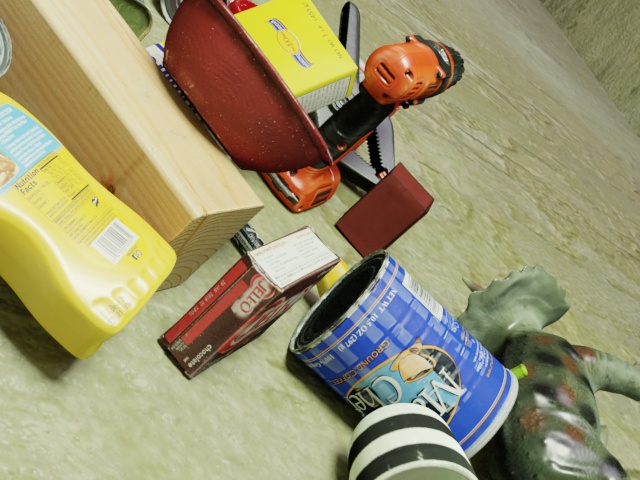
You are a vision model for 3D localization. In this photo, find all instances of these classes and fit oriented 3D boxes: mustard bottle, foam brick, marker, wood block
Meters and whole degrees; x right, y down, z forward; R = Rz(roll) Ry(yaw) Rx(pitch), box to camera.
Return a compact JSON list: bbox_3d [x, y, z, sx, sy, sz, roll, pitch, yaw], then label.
[{"bbox_3d":[-0.171,-0.028,0.586,0.191,0.058,0.096,45,32,-9],"label":"mustard bottle"},{"bbox_3d":[0.062,-0.027,1.016,0.051,0.078,0.053,46,21,-3],"label":"foam brick"},{"bbox_3d":[-0.055,0.001,0.837,0.121,0.020,0.020,53,23,13],"label":"marker"},{"bbox_3d":[-0.145,-0.072,0.702,0.206,0.091,0.090,53,23,11],"label":"wood block"}]

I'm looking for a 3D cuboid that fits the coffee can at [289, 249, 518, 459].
[{"bbox_3d":[0.062,0.091,0.794,0.140,0.103,0.102,44,23,-9],"label":"coffee can"}]

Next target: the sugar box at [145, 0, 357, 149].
[{"bbox_3d":[-0.069,-0.129,0.850,0.176,0.048,0.093,-25,68,-22],"label":"sugar box"}]

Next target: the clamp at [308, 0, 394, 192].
[{"bbox_3d":[0.022,-0.146,1.109,0.164,0.036,0.210,-35,88,-27],"label":"clamp"}]

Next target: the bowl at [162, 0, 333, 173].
[{"bbox_3d":[-0.060,-0.101,0.739,0.162,0.055,0.162,53,-2,2],"label":"bowl"}]

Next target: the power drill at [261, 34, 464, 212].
[{"bbox_3d":[0.042,-0.111,0.974,0.057,0.188,0.184,50,24,9],"label":"power drill"}]

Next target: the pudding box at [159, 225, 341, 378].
[{"bbox_3d":[-0.044,0.038,0.707,0.039,0.090,0.113,49,22,4],"label":"pudding box"}]
